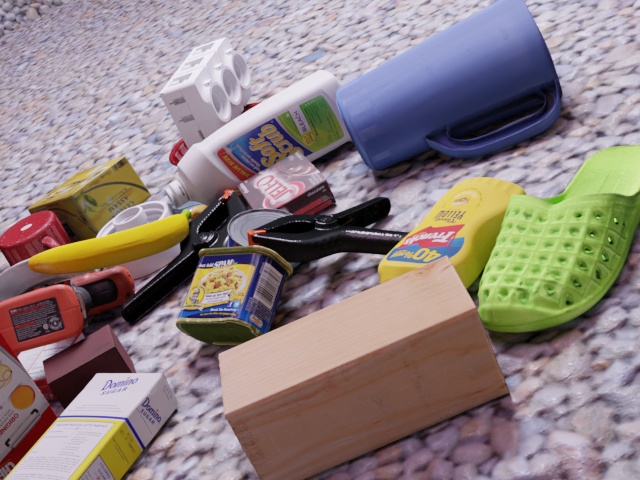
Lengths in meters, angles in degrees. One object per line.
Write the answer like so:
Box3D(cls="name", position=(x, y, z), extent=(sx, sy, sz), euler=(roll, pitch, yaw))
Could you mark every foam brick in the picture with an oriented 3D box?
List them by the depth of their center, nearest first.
Box3D(cls="foam brick", position=(-0.232, 0.133, 1.078), extent=(0.078, 0.051, 0.053), euler=(-29, 28, -5))

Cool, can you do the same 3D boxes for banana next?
Box3D(cls="banana", position=(-0.229, 0.007, 1.210), extent=(0.197, 0.037, 0.070), euler=(-17, 8, -19))

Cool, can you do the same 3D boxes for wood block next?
Box3D(cls="wood block", position=(0.031, 0.107, 0.854), extent=(0.206, 0.090, 0.091), euler=(-24, 27, 3))

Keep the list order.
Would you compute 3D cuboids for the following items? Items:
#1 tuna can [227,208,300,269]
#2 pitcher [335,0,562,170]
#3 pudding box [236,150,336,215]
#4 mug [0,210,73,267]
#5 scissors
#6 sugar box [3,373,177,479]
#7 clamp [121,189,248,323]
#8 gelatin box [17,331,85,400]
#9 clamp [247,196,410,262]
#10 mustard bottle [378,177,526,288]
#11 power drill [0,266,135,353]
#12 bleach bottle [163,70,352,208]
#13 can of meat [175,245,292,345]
Box3D(cls="tuna can", position=(-0.058, 0.001, 1.146), extent=(0.086, 0.034, 0.086), euler=(3, 32, -2))
Box3D(cls="pitcher", position=(0.148, -0.168, 1.224), extent=(0.243, 0.145, 0.149), euler=(-25, 14, 9))
Box3D(cls="pudding box", position=(-0.042, -0.056, 1.266), extent=(0.090, 0.039, 0.114), euler=(-29, 27, -6))
Box3D(cls="mug", position=(-0.349, 0.018, 1.353), extent=(0.093, 0.081, 0.117), euler=(-40, 30, -26))
Box3D(cls="scissors", position=(-0.163, -0.051, 1.389), extent=(0.096, 0.016, 0.202), euler=(-34, 28, -20))
Box3D(cls="sugar box", position=(-0.213, 0.192, 0.963), extent=(0.094, 0.048, 0.176), euler=(-5, 30, 36))
Box3D(cls="clamp", position=(-0.119, 0.012, 1.213), extent=(0.165, 0.036, 0.209), euler=(-7, 36, 29))
Box3D(cls="gelatin box", position=(-0.297, 0.139, 1.147), extent=(0.073, 0.030, 0.089), euler=(-13, 28, 21))
Box3D(cls="clamp", position=(0.015, -0.003, 1.087), extent=(0.171, 0.039, 0.120), euler=(-14, 21, -17))
Box3D(cls="mustard bottle", position=(0.109, 0.016, 0.985), extent=(0.096, 0.058, 0.191), euler=(5, 40, 47))
Box3D(cls="power drill", position=(-0.306, 0.078, 1.165), extent=(0.184, 0.057, 0.187), euler=(-18, 5, 3))
Box3D(cls="bleach bottle", position=(-0.077, -0.110, 1.330), extent=(0.250, 0.102, 0.068), euler=(-32, 25, -10))
Box3D(cls="can of meat", position=(-0.087, 0.056, 1.059), extent=(0.102, 0.057, 0.084), euler=(-4, 56, 38))
